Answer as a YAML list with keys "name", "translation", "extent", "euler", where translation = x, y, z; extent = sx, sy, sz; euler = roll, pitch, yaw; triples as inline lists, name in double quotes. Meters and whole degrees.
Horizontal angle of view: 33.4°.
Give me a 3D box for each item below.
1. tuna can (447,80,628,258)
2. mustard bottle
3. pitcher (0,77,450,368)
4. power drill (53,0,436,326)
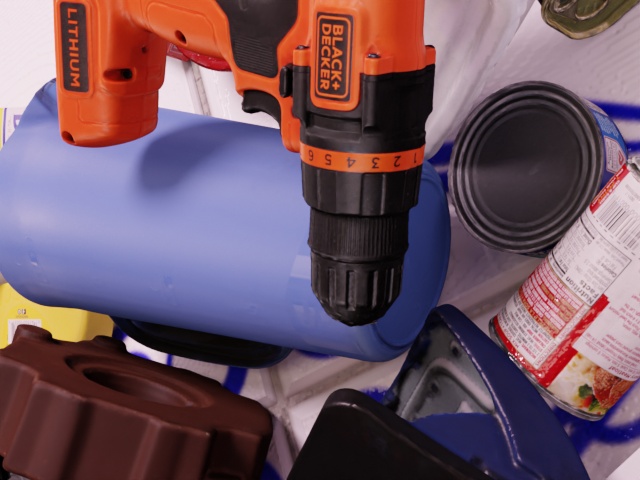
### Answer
- name: "tuna can"
  translation: [0.108, -0.034, 0.533]
  extent: [0.086, 0.033, 0.086]
  euler: [-8, 78, 40]
- name: "mustard bottle"
  translation: [-0.193, 0.126, 0.750]
  extent: [0.096, 0.058, 0.191]
  euler: [-2, 81, 31]
- name: "pitcher"
  translation: [-0.054, 0.001, 0.601]
  extent: [0.243, 0.149, 0.145]
  euler: [10, 84, 30]
- name: "power drill"
  translation: [-0.036, -0.065, 0.480]
  extent: [0.188, 0.057, 0.184]
  euler: [13, 109, 32]
